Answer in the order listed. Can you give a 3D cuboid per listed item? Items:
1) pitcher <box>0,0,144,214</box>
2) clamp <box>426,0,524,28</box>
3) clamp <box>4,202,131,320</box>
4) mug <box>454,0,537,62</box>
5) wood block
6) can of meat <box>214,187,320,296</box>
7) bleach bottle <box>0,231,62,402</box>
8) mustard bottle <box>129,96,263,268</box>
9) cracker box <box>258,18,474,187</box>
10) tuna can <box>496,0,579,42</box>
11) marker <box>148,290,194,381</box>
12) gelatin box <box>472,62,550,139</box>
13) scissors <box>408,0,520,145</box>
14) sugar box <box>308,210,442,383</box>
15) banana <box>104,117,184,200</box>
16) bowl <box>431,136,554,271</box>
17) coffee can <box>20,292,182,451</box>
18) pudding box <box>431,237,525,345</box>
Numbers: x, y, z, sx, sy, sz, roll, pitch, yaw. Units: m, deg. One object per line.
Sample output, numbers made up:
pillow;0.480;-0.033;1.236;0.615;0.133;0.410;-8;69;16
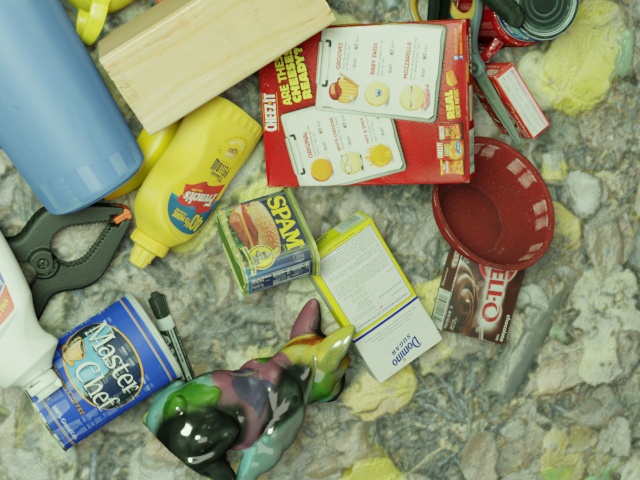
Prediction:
pitcher;-0.280;-0.145;1.006;0.144;0.149;0.243;-37;109;-23
clamp;0.143;-0.279;1.098;0.039;0.120;0.171;-39;118;-49
clamp;-0.291;0.015;1.080;0.210;0.036;0.164;-38;110;-5
mug;0.199;-0.245;1.178;0.093;0.082;0.117;36;87;-22
wood block;-0.101;-0.199;1.018;0.206;0.091;0.090;-32;114;1
can of meat;-0.057;0.001;1.129;0.084;0.102;0.057;-18;150;-12
bleach bottle;-0.322;0.039;1.011;0.102;0.068;0.251;-36;91;-13
mustard bottle;-0.138;-0.056;1.096;0.191;0.058;0.096;-57;154;-1
cracker box;0.050;-0.142;1.102;0.214;0.072;0.164;-1;102;14
tuna can;0.229;-0.252;1.123;0.086;0.034;0.086;-4;101;-19
marker;-0.160;0.111;1.154;0.020;0.020;0.121;-22;107;-14
gelatin box;0.209;-0.158;1.202;0.030;0.073;0.089;-40;110;-9
scissors;0.173;-0.205;1.144;0.202;0.096;0.016;49;42;13
sugar box;0.056;0.065;1.207;0.093;0.048;0.176;-34;112;-8
banana;-0.171;-0.130;1.097;0.069;0.037;0.198;15;93;1
bowl;0.184;-0.034;1.207;0.161;0.055;0.162;10;66;-24
coffee can;-0.226;0.133;1.087;0.140;0.103;0.103;-33;109;-12
pudding box;0.186;0.058;1.254;0.090;0.039;0.113;14;95;-21
